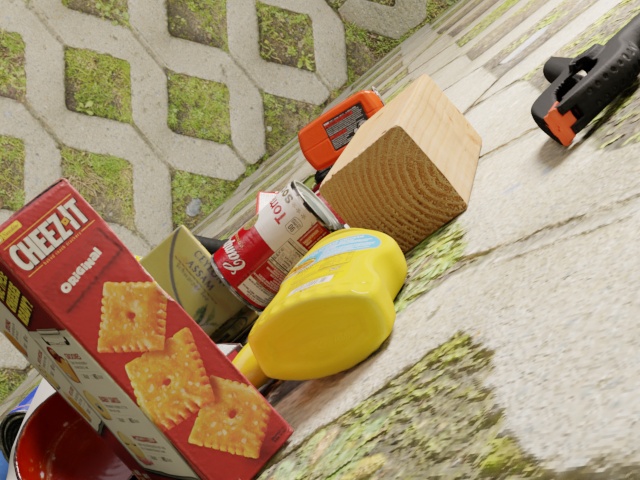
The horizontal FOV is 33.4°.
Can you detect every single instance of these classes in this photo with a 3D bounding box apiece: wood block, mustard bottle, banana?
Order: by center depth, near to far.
[{"bbox_3d":[0.014,0.034,0.778,0.096,0.058,0.191,-23,13,17],"label":"mustard bottle"},{"bbox_3d":[-0.017,0.063,0.859,0.070,0.037,0.197,-47,0,38],"label":"banana"},{"bbox_3d":[0.077,-0.069,0.950,0.091,0.090,0.206,-38,8,22],"label":"wood block"}]

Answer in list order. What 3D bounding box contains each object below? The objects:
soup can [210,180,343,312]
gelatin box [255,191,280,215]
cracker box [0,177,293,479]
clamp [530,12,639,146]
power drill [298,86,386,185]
[{"bbox_3d":[-0.037,0.005,0.937,0.102,0.068,0.068,-43,7,11],"label":"soup can"},{"bbox_3d":[-0.058,0.001,1.162,0.089,0.030,0.073,-90,5,-46],"label":"gelatin box"},{"bbox_3d":[-0.135,0.073,0.706,0.072,0.213,0.164,-44,9,-25],"label":"cracker box"},{"bbox_3d":[0.212,-0.132,0.848,0.165,0.036,0.209,-30,13,49],"label":"clamp"},{"bbox_3d":[0.045,-0.114,1.248,0.185,0.057,0.187,-32,-10,20],"label":"power drill"}]
